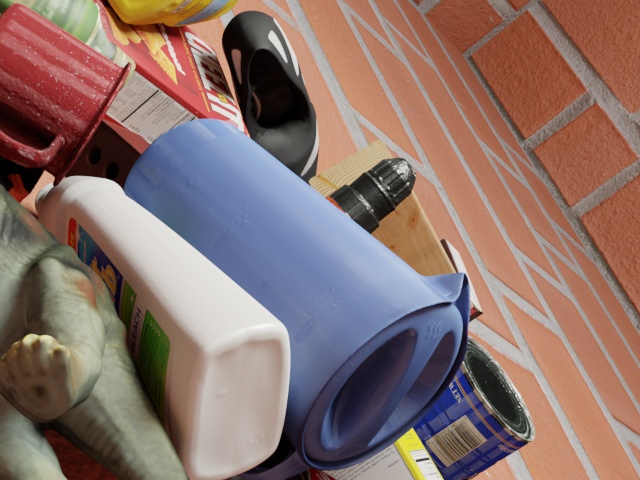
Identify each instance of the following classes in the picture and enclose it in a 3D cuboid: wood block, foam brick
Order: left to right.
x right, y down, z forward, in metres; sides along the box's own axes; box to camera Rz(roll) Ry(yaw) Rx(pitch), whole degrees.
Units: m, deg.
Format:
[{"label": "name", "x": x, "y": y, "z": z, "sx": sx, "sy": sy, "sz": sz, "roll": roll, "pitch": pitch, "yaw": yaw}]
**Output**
[{"label": "foam brick", "x": -0.144, "y": -0.047, "z": 0.809, "sx": 0.078, "sy": 0.053, "sz": 0.051, "roll": 39, "pitch": 9, "yaw": 29}, {"label": "wood block", "x": 0.078, "y": 0.007, "z": 1.134, "sx": 0.206, "sy": 0.090, "sz": 0.091, "roll": 57, "pitch": 6, "yaw": -45}]

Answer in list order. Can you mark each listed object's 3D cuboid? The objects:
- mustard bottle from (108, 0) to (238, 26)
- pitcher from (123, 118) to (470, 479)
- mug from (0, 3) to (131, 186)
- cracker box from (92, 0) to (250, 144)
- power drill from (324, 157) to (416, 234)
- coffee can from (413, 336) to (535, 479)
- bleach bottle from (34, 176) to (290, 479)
[{"label": "mustard bottle", "x": -0.114, "y": -0.232, "z": 0.960, "sx": 0.058, "sy": 0.096, "sz": 0.191, "roll": 53, "pitch": 17, "yaw": 1}, {"label": "pitcher", "x": -0.035, "y": 0.031, "z": 0.701, "sx": 0.148, "sy": 0.145, "sz": 0.243, "roll": -13, "pitch": 44, "yaw": -40}, {"label": "mug", "x": -0.179, "y": -0.087, "z": 0.661, "sx": 0.081, "sy": 0.093, "sz": 0.117, "roll": 32, "pitch": 35, "yaw": -16}, {"label": "cracker box", "x": -0.168, "y": -0.167, "z": 0.982, "sx": 0.213, "sy": 0.072, "sz": 0.164, "roll": 35, "pitch": 25, "yaw": -45}, {"label": "power drill", "x": 0.040, "y": 0.028, "z": 0.888, "sx": 0.188, "sy": 0.184, "sz": 0.057, "roll": 49, "pitch": -2, "yaw": 46}, {"label": "coffee can", "x": 0.089, "y": 0.158, "z": 0.877, "sx": 0.102, "sy": 0.140, "sz": 0.103, "roll": 45, "pitch": 19, "yaw": -21}, {"label": "bleach bottle", "x": -0.114, "y": 0.034, "z": 0.655, "sx": 0.067, "sy": 0.103, "sz": 0.251, "roll": -12, "pitch": 33, "yaw": -34}]
